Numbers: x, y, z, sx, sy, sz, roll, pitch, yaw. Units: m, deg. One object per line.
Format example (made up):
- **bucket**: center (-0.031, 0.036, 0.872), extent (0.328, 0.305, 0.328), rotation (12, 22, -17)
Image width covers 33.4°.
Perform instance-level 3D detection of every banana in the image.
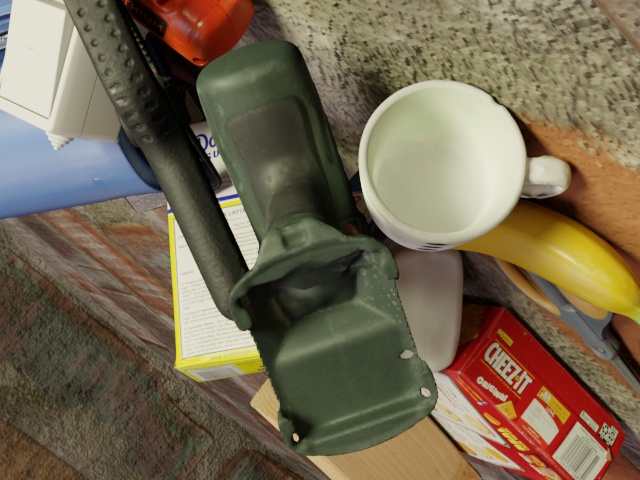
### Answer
- **banana**: center (0.111, 0.004, 0.631), extent (0.198, 0.037, 0.069), rotation (26, 139, 44)

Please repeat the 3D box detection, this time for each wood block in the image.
- **wood block**: center (0.044, 0.177, 0.941), extent (0.090, 0.090, 0.206), rotation (24, 160, 49)

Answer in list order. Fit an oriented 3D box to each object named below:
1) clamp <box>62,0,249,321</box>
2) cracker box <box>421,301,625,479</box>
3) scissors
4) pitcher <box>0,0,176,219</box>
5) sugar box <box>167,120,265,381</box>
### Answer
- **clamp**: center (-0.089, -0.062, 0.591), extent (0.165, 0.036, 0.210), rotation (-117, 1, -51)
- **cracker box**: center (0.126, 0.119, 0.894), extent (0.164, 0.072, 0.214), rotation (44, 164, -20)
- **scissors**: center (0.191, 0.063, 0.689), extent (0.201, 0.016, 0.096), rotation (42, 164, -15)
- **pitcher**: center (-0.234, -0.084, 0.777), extent (0.145, 0.243, 0.149), rotation (-31, -72, -74)
- **sugar box**: center (-0.055, 0.001, 0.728), extent (0.093, 0.176, 0.048), rotation (-11, 157, 14)
